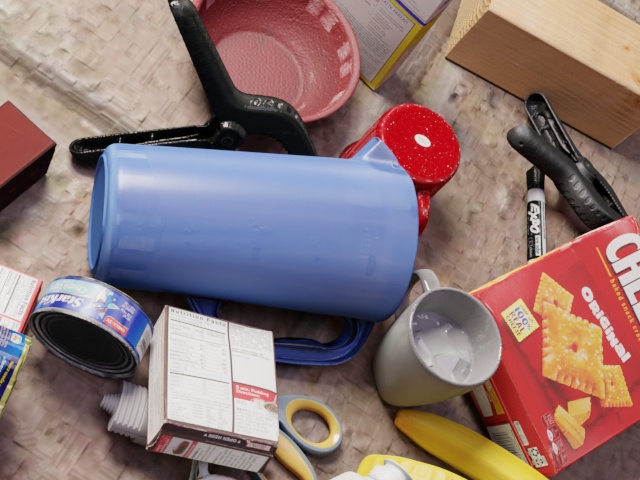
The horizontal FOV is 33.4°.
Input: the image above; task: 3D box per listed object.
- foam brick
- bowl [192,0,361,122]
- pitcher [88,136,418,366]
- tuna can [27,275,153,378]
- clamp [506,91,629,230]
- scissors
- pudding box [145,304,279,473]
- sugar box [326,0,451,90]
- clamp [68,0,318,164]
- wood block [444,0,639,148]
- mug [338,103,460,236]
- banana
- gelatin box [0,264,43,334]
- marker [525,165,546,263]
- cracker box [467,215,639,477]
[{"bbox_3d":[-0.250,-0.058,0.813,0.051,0.053,0.078,43,57,-1],"label":"foam brick"},{"bbox_3d":[-0.048,-0.163,0.954,0.162,0.055,0.162,10,63,-20],"label":"bowl"},{"bbox_3d":[-0.056,0.001,0.840,0.242,0.145,0.149,5,52,-18],"label":"pitcher"},{"bbox_3d":[-0.165,0.063,0.775,0.086,0.086,0.033,29,56,-10],"label":"tuna can"},{"bbox_3d":[0.246,-0.071,1.045,0.171,0.039,0.120,47,37,-15],"label":"clamp"},{"bbox_3d":[-0.057,0.115,0.842,0.096,0.016,0.202,-30,81,-34],"label":"scissors"},{"bbox_3d":[-0.078,0.107,0.776,0.090,0.039,0.113,16,38,-20],"label":"pudding box"},{"bbox_3d":[0.063,-0.220,0.959,0.093,0.176,0.048,46,57,1],"label":"sugar box"},{"bbox_3d":[-0.089,-0.086,0.878,0.209,0.165,0.036,32,26,-32],"label":"clamp"},{"bbox_3d":[0.243,-0.192,1.080,0.206,0.091,0.090,26,58,-11],"label":"wood block"},{"bbox_3d":[0.072,-0.057,0.943,0.093,0.082,0.117,3,65,-23],"label":"mug"},{"bbox_3d":[0.147,0.191,0.850,0.198,0.037,0.069,35,9,34],"label":"banana"},{"bbox_3d":[-0.256,0.049,0.774,0.089,0.030,0.073,23,58,-13],"label":"gelatin box"},{"bbox_3d":[0.207,-0.019,1.023,0.020,0.020,0.121,14,61,-18],"label":"marker"},{"bbox_3d":[0.224,0.090,0.936,0.213,0.072,0.164,-23,86,-31],"label":"cracker box"}]
